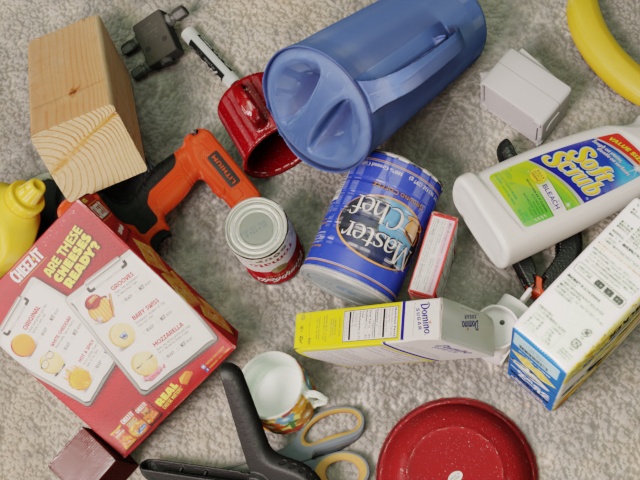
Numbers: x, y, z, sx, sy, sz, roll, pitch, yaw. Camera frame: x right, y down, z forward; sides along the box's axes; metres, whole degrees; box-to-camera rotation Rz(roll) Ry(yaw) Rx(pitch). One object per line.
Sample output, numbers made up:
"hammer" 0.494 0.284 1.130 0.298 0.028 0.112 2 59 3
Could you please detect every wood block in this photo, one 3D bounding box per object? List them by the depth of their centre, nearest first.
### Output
"wood block" -0.254 -0.147 1.144 0.091 0.090 0.206 -22 39 1

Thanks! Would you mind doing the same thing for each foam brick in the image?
"foam brick" -0.229 0.228 1.082 0.051 0.078 0.053 40 83 16

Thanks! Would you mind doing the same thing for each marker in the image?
"marker" -0.117 -0.200 1.224 0.020 0.020 0.121 -40 71 -4

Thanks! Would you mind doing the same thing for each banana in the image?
"banana" 0.315 -0.209 1.147 0.069 0.037 0.198 -24 71 2

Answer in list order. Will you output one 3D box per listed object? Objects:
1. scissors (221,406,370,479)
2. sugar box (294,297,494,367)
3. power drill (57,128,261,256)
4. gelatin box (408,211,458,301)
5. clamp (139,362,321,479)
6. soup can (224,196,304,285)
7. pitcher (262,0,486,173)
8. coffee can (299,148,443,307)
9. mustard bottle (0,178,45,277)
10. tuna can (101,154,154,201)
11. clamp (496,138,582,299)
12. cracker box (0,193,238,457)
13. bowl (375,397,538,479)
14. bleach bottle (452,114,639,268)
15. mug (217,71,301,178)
"scissors" -0.037 0.239 1.079 0.201 0.016 0.096 -30 69 -1
"sugar box" 0.069 0.090 1.027 0.177 0.093 0.048 -12 67 38
"power drill" -0.157 -0.015 1.138 0.187 0.057 0.184 -39 96 -11
"gelatin box" 0.116 0.023 1.090 0.030 0.073 0.089 15 76 13
"clamp" -0.059 0.225 1.043 0.210 0.036 0.165 34 115 4
"soup can" -0.057 0.001 1.109 0.068 0.102 0.068 -2 73 8
"pitcher" 0.072 -0.180 1.079 0.149 0.145 0.242 35 50 20
"coffee can" 0.053 -0.010 1.095 0.103 0.103 0.140 21 77 14
"mustard bottle" -0.350 -0.007 1.135 0.192 0.058 0.096 -37 63 32
"tuna can" -0.223 -0.061 1.191 0.086 0.033 0.086 -3 73 8
"clamp" 0.225 -0.027 1.106 0.120 0.039 0.171 16 72 14
"cracker box" -0.214 0.084 1.074 0.213 0.072 0.164 44 96 -8
"bowl" 0.131 0.229 1.035 0.162 0.055 0.162 -3 73 9
"bleach bottle" 0.265 -0.069 1.067 0.250 0.068 0.102 -27 70 -11
"mug" -0.064 -0.131 1.146 0.093 0.117 0.081 -35 66 9
